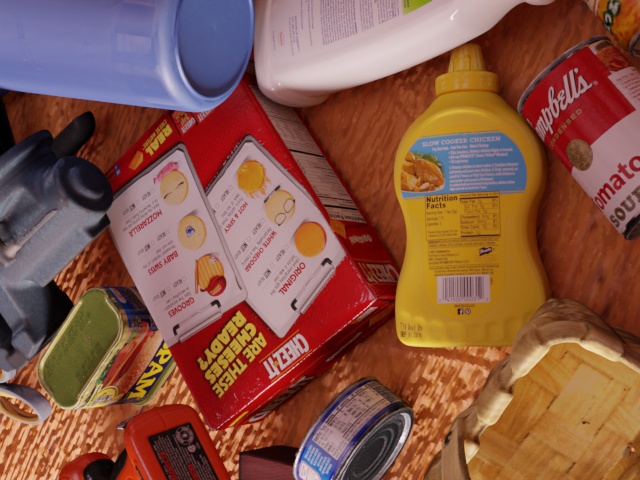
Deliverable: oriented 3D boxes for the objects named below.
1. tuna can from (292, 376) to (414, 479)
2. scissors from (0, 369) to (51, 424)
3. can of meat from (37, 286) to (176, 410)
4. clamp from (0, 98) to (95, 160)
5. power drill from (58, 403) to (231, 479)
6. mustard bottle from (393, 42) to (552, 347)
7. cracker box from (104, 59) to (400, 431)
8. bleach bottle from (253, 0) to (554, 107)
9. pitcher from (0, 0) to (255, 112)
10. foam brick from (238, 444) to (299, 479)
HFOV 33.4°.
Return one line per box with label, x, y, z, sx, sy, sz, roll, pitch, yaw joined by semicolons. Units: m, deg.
tuna can;0.023;0.134;0.700;0.034;0.086;0.086;35;106;27
scissors;-0.315;0.113;0.933;0.202;0.016;0.096;11;132;32
can of meat;-0.155;0.081;0.817;0.057;0.083;0.102;45;110;26
clamp;-0.249;-0.052;0.903;0.120;0.039;0.171;17;111;25
power drill;-0.120;0.215;0.770;0.184;0.057;0.188;59;139;17
mustard bottle;0.095;-0.029;0.677;0.096;0.058;0.191;-3;86;22
cracker box;-0.055;0.001;0.765;0.164;0.072;0.214;-41;68;25
bleach bottle;0.063;-0.154;0.668;0.251;0.067;0.102;-6;84;45
pitcher;-0.172;-0.166;0.722;0.243;0.149;0.145;13;86;26
foam brick;-0.024;0.187;0.747;0.051;0.052;0.078;3;90;33
